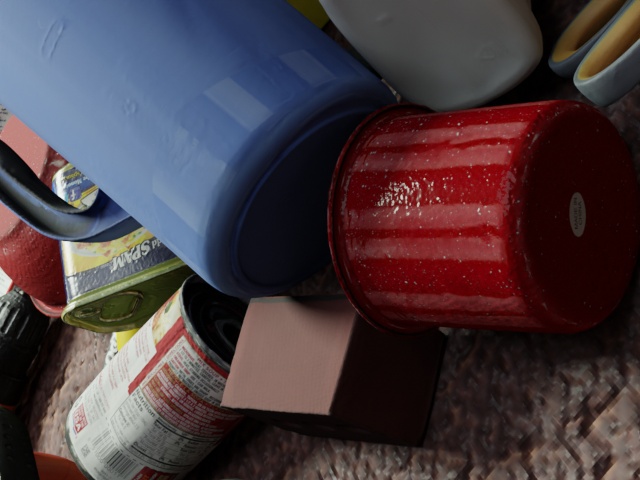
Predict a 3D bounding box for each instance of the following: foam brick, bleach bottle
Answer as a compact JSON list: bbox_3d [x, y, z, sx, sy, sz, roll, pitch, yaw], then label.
[{"bbox_3d":[0.005,0.055,0.456,0.078,0.052,0.051,-7,62,51],"label":"foam brick"},{"bbox_3d":[0.059,-0.180,0.511,0.068,0.102,0.250,-25,38,34],"label":"bleach bottle"}]

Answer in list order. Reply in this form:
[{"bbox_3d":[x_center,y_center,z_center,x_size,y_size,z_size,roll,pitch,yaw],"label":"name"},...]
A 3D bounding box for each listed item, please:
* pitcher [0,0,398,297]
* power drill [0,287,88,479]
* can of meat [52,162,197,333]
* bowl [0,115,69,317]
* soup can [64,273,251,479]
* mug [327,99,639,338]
[{"bbox_3d":[-0.086,-0.076,0.488,0.144,0.149,0.243,-36,59,-22],"label":"pitcher"},{"bbox_3d":[-0.202,0.133,0.666,0.188,0.057,0.184,27,90,57],"label":"power drill"},{"bbox_3d":[-0.091,-0.007,0.564,0.102,0.057,0.084,-21,68,20],"label":"can of meat"},{"bbox_3d":[-0.168,-0.036,0.667,0.162,0.055,0.162,-25,55,43],"label":"bowl"},{"bbox_3d":[-0.071,0.074,0.525,0.102,0.068,0.068,-46,38,23],"label":"soup can"},{"bbox_3d":[0.070,-0.014,0.401,0.082,0.093,0.117,0,31,46],"label":"mug"}]
